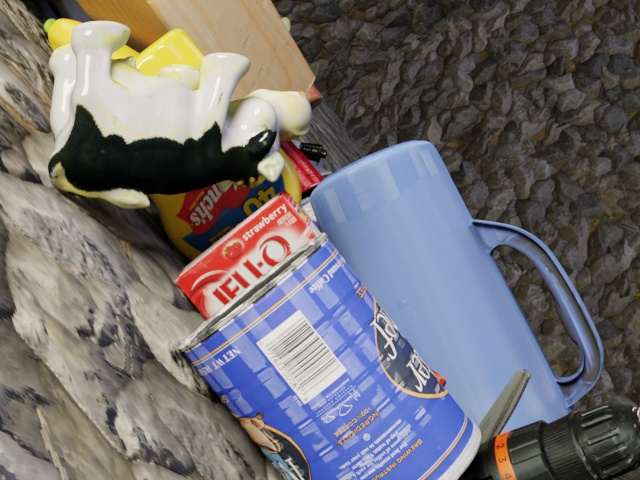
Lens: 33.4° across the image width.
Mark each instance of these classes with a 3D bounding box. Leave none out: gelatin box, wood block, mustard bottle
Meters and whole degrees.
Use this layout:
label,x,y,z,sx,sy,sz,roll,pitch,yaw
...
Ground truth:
label,x,y,z,sx,sy,sz,roll,pitch,yaw
gelatin box,-0.034,0.024,0.663,0.073,0.089,0.030,51,9,-8
wood block,-0.094,-0.160,0.806,0.091,0.090,0.206,19,-20,30
mustard bottle,-0.069,-0.038,0.710,0.191,0.096,0.058,51,4,-15

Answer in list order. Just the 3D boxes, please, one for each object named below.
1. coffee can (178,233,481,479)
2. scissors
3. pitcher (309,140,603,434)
label,x,y,z,sx,sy,sz,roll,pitch,yaw
coffee can,0.005,0.082,0.585,0.140,0.103,0.103,52,8,-3
scissors,0.091,0.132,0.704,0.096,0.016,0.202,-118,-149,-50
pitcher,0.096,0.046,0.824,0.243,0.149,0.145,66,-28,5
